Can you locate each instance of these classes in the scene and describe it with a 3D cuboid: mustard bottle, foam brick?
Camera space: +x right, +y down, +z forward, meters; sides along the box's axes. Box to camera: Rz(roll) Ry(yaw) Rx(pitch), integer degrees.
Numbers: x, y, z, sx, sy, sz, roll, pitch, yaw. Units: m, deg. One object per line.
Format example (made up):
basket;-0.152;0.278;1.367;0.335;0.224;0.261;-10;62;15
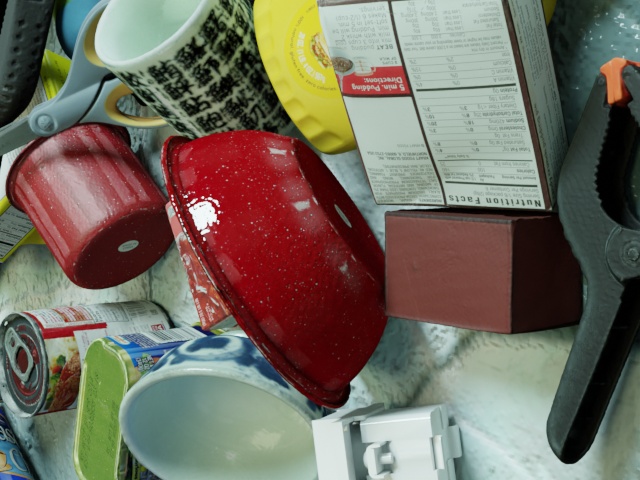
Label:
mustard bottle;0.053;-0.116;0.503;0.192;0.058;0.096;-24;88;44
foam brick;0.074;0.012;0.494;0.078;0.052;0.051;5;96;46

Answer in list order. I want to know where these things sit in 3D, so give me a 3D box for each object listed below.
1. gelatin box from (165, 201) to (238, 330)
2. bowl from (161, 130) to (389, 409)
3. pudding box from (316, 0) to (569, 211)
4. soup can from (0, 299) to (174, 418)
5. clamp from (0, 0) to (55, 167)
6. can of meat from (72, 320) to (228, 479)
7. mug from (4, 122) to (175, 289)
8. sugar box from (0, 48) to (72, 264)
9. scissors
gelatin box;-0.054;0.001;0.647;0.073;0.030;0.089;-33;69;43
bowl;-0.010;0.001;0.536;0.055;0.162;0.162;-33;66;12
pudding box;0.056;-0.067;0.468;0.090;0.039;0.113;3;131;30
soup can;-0.154;0.076;0.706;0.069;0.102;0.068;4;96;47
clamp;-0.220;-0.094;0.709;0.210;0.036;0.164;-44;54;43
can of meat;-0.103;0.105;0.667;0.058;0.083;0.102;21;107;45
mug;-0.148;-0.016;0.714;0.081;0.093;0.117;52;159;25
sugar box;-0.233;-0.048;0.789;0.176;0.048;0.093;-41;54;25
scissors;-0.165;-0.092;0.646;0.016;0.202;0.096;-98;-4;-59
